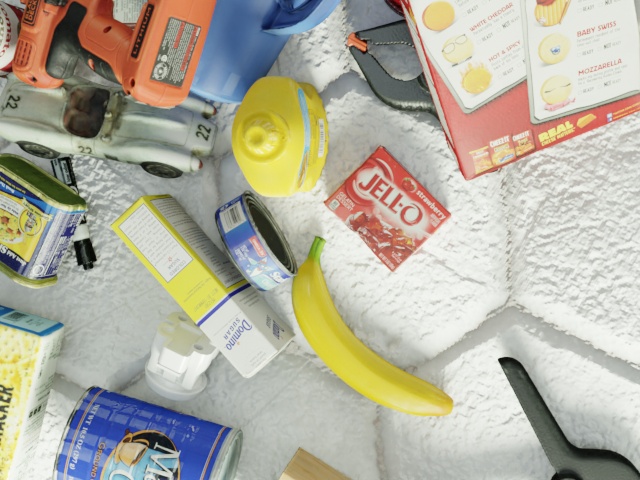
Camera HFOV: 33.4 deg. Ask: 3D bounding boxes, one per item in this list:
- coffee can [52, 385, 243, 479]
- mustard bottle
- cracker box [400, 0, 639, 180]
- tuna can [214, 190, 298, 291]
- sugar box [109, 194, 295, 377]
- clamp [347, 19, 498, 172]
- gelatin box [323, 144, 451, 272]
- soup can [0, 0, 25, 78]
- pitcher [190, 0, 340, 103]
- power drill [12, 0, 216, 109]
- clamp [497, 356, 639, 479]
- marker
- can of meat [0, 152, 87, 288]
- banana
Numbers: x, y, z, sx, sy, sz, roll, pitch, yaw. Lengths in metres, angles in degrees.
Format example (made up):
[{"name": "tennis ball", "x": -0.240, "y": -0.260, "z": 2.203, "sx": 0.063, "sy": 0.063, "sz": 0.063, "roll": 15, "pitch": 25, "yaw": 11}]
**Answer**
[{"name": "coffee can", "x": -0.151, "y": 0.197, "z": 0.947, "sx": 0.140, "sy": 0.102, "sz": 0.103, "roll": 16, "pitch": 95, "yaw": 7}, {"name": "mustard bottle", "x": -0.033, "y": -0.084, "z": 0.867, "sx": 0.058, "sy": 0.191, "sz": 0.096, "roll": 3, "pitch": 96, "yaw": 8}, {"name": "cracker box", "x": 0.152, "y": -0.171, "z": 0.819, "sx": 0.164, "sy": 0.072, "sz": 0.213, "roll": -22, "pitch": 127, "yaw": 3}, {"name": "tuna can", "x": -0.056, "y": 0.001, "z": 0.930, "sx": 0.034, "sy": 0.086, "sz": 0.086, "roll": -31, "pitch": 89, "yaw": 10}, {"name": "sugar box", "x": -0.100, "y": 0.038, "z": 0.935, "sx": 0.048, "sy": 0.093, "sz": 0.176, "roll": -40, "pitch": 87, "yaw": 9}, {"name": "clamp", "x": 0.101, "y": -0.132, "z": 0.924, "sx": 0.171, "sy": 0.039, "sz": 0.120, "roll": 15, "pitch": 92, "yaw": 6}, {"name": "gelatin box", "x": 0.059, "y": -0.028, "z": 0.940, "sx": 0.073, "sy": 0.030, "sz": 0.089, "roll": -45, "pitch": 87, "yaw": 8}, {"name": "soup can", "x": -0.296, "y": -0.182, "z": 0.944, "sx": 0.068, "sy": 0.102, "sz": 0.068, "roll": 0, "pitch": 93, "yaw": 8}, {"name": "pitcher", "x": -0.046, "y": -0.232, "z": 0.870, "sx": 0.145, "sy": 0.149, "sz": 0.243, "roll": 27, "pitch": 112, "yaw": -8}, {"name": "power drill", "x": -0.168, "y": -0.196, "z": 0.861, "sx": 0.188, "sy": 0.057, "sz": 0.184, "roll": 26, "pitch": 104, "yaw": 38}, {"name": "clamp", "x": 0.212, "y": 0.204, "z": 0.929, "sx": 0.210, "sy": 0.036, "sz": 0.164, "roll": 19, "pitch": 96, "yaw": 5}, {"name": "marker", "x": -0.229, "y": -0.032, "z": 0.986, "sx": 0.020, "sy": 0.020, "sz": 0.121, "roll": -14, "pitch": 91, "yaw": 9}, {"name": "can of meat", "x": -0.269, "y": -0.020, "z": 0.962, "sx": 0.102, "sy": 0.057, "sz": 0.084, "roll": 32, "pitch": 106, "yaw": 15}, {"name": "banana", "x": 0.033, "y": 0.092, "z": 0.947, "sx": 0.070, "sy": 0.037, "sz": 0.198, "roll": -39, "pitch": 88, "yaw": 9}]
